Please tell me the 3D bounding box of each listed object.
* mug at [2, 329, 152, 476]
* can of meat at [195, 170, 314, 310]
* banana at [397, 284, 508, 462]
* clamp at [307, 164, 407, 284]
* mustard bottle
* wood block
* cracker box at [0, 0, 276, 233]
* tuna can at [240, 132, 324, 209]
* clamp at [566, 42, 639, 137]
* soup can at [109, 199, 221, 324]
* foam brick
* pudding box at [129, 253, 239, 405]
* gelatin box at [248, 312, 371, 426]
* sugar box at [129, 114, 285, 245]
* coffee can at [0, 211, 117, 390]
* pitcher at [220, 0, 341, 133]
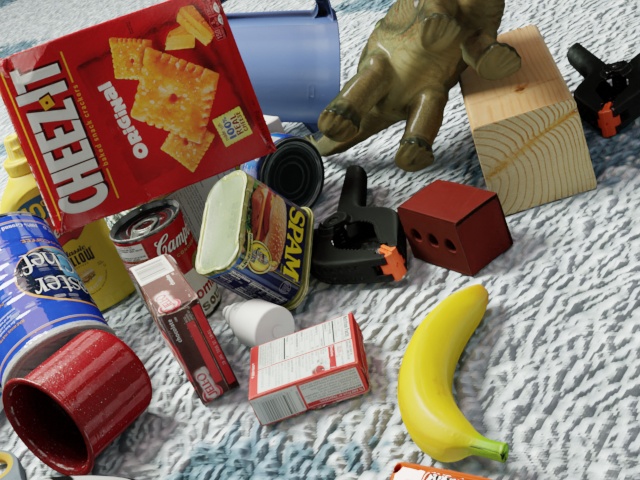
[{"bbox_3d":[-0.194,0.126,0.844,0.117,0.093,0.081,-19,17,44],"label":"mug"},{"bbox_3d":[-0.056,0.001,0.918,0.058,0.083,0.102,-21,51,38],"label":"can of meat"},{"bbox_3d":[0.088,0.093,0.739,0.069,0.037,0.197,-1,31,5],"label":"banana"},{"bbox_3d":[0.023,-0.011,0.975,0.164,0.036,0.210,-38,28,-21],"label":"clamp"},{"bbox_3d":[-0.254,-0.018,1.035,0.096,0.191,0.058,-26,26,-7],"label":"mustard bottle"},{"bbox_3d":[0.183,-0.118,0.991,0.091,0.090,0.206,-16,27,11],"label":"wood block"},{"bbox_3d":[-0.168,-0.120,0.970,0.213,0.164,0.072,-22,11,-13],"label":"cracker box"},{"bbox_3d":[-0.037,-0.064,1.069,0.086,0.086,0.034,-38,31,-28],"label":"tuna can"},{"bbox_3d":[0.299,-0.159,1.034,0.120,0.039,0.171,-16,33,24],"label":"clamp"},{"bbox_3d":[-0.139,0.023,0.968,0.068,0.102,0.068,-18,26,9],"label":"soup can"},{"bbox_3d":[0.111,-0.012,0.891,0.051,0.053,0.078,-35,28,-23],"label":"foam brick"},{"bbox_3d":[-0.112,0.070,0.874,0.039,0.090,0.114,-26,26,-10],"label":"pudding box"},{"bbox_3d":[-0.009,0.097,0.809,0.089,0.030,0.073,-19,25,7],"label":"gelatin box"},{"bbox_3d":[-0.101,-0.045,1.077,0.176,0.093,0.048,-37,30,-28],"label":"sugar box"},{"bbox_3d":[-0.252,0.059,0.925,0.102,0.103,0.140,-30,59,-14],"label":"coffee can"},{"bbox_3d":[-0.098,-0.205,1.200,0.242,0.149,0.145,-1,-8,-8],"label":"pitcher"}]
